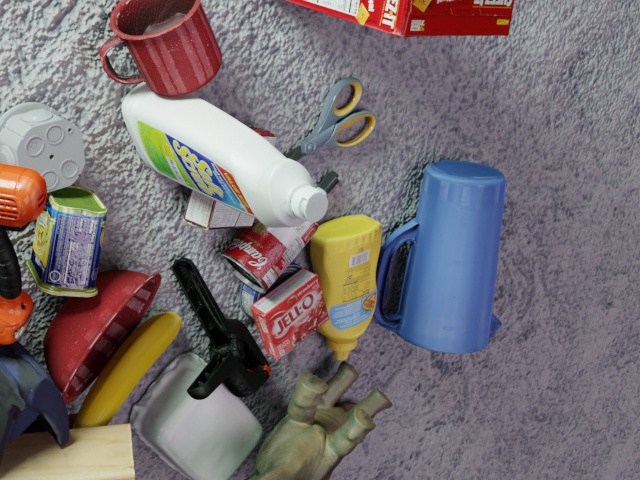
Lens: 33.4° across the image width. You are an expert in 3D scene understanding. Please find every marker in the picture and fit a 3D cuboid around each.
[{"bbox_3d":[-0.017,-0.035,1.288,0.121,0.020,0.020,-52,137,-11],"label":"marker"}]

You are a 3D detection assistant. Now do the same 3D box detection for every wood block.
[{"bbox_3d":[-0.288,0.250,1.052,0.206,0.090,0.091,-3,115,-12],"label":"wood block"}]

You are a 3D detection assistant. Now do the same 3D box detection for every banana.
[{"bbox_3d":[-0.201,0.139,1.136,0.197,0.037,0.070,-51,156,-35],"label":"banana"}]

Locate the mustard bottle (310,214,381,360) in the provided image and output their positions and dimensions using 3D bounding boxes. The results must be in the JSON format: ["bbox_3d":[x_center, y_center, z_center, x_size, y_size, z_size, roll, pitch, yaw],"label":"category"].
[{"bbox_3d":[0.030,0.067,1.357,0.096,0.058,0.192,-20,123,-38],"label":"mustard bottle"}]

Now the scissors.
[{"bbox_3d":[-0.011,-0.130,1.248,0.201,0.016,0.096,-23,123,-35],"label":"scissors"}]

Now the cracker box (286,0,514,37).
[{"bbox_3d":[0.071,-0.267,1.108,0.163,0.214,0.072,-11,117,-41],"label":"cracker box"}]

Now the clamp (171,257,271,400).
[{"bbox_3d":[-0.109,0.133,1.219,0.036,0.164,0.209,-18,145,15],"label":"clamp"}]

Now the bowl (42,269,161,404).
[{"bbox_3d":[-0.230,0.085,1.080,0.162,0.055,0.162,-55,177,-5],"label":"bowl"}]

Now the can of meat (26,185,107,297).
[{"bbox_3d":[-0.242,-0.002,1.022,0.057,0.102,0.084,6,104,-25],"label":"can of meat"}]

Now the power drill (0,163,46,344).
[{"bbox_3d":[-0.326,0.002,0.929,0.057,0.184,0.188,-74,173,-48],"label":"power drill"}]

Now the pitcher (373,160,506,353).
[{"bbox_3d":[0.168,0.020,1.430,0.149,0.145,0.243,-18,119,-52],"label":"pitcher"}]

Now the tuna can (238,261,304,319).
[{"bbox_3d":[-0.055,0.062,1.289,0.085,0.034,0.086,-22,124,-36],"label":"tuna can"}]

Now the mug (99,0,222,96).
[{"bbox_3d":[-0.155,-0.188,1.029,0.117,0.093,0.081,-27,136,-5],"label":"mug"}]

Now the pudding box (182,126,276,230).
[{"bbox_3d":[-0.098,-0.069,1.163,0.089,0.039,0.113,-4,112,-60],"label":"pudding box"}]

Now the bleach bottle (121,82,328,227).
[{"bbox_3d":[-0.088,-0.078,1.022,0.068,0.251,0.102,-38,133,-24],"label":"bleach bottle"}]

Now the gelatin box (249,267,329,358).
[{"bbox_3d":[-0.035,0.087,1.272,0.089,0.030,0.073,-37,132,-26],"label":"gelatin box"}]

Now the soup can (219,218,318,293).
[{"bbox_3d":[-0.058,0.002,1.230,0.102,0.069,0.068,-50,137,-14],"label":"soup can"}]
